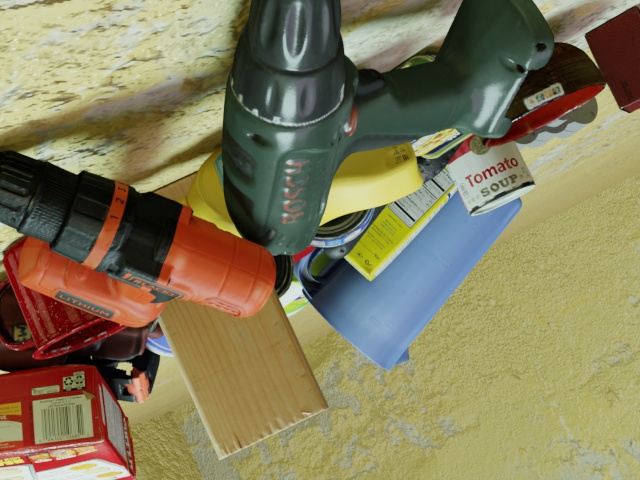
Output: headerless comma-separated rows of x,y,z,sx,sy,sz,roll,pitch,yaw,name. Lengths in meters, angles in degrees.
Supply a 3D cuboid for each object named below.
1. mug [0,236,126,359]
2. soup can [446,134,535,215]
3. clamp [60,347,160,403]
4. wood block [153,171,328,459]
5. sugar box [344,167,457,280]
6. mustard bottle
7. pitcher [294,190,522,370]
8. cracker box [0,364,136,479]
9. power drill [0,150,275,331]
-0.199,0.039,0.811,0.117,0.081,0.093,-27,172,10,mug
0.146,-0.082,0.980,0.068,0.102,0.068,-24,172,-4,soup can
-0.226,0.110,1.043,0.164,0.036,0.210,-19,-156,-21,clamp
-0.077,0.058,0.845,0.091,0.206,0.090,-25,172,-2,wood block
0.095,-0.037,1.065,0.176,0.048,0.093,-48,175,-1,sugar box
-0.030,-0.040,0.760,0.191,0.096,0.058,-24,143,2,mustard bottle
0.096,0.008,1.165,0.243,0.145,0.149,-49,158,4,pitcher
-0.255,0.171,0.921,0.164,0.072,0.214,-7,160,-5,cracker box
-0.139,0.006,0.673,0.184,0.057,0.188,24,164,-19,power drill
